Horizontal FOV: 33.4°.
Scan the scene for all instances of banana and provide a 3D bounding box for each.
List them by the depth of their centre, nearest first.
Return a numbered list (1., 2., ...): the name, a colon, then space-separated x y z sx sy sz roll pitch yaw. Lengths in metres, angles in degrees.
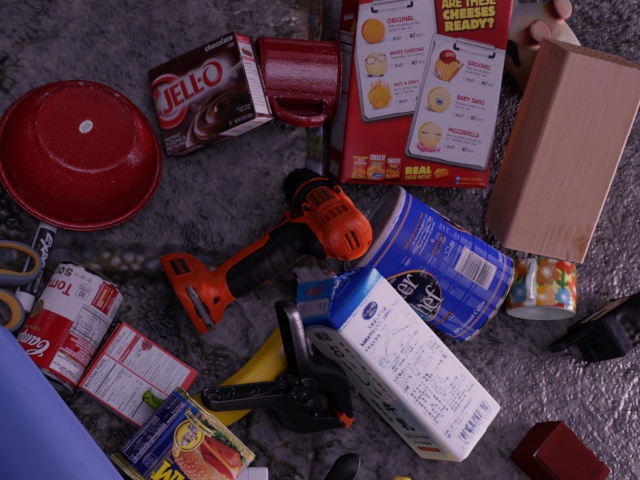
1. banana: -0.077 0.133 1.010 0.197 0.037 0.069 -28 128 -36

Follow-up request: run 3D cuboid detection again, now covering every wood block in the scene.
1. wood block: 0.250 -0.094 1.101 0.090 0.090 0.206 11 109 -11

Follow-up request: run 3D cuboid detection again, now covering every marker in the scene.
1. marker: -0.262 0.008 1.000 0.020 0.020 0.121 19 73 -14

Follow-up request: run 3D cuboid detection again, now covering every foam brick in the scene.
1. foam brick: 0.246 0.230 1.102 0.078 0.053 0.051 45 68 -5

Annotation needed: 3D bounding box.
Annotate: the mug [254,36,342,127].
1. mug: -0.026 -0.154 1.074 0.081 0.093 0.117 2 48 -13

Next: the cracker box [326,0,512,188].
1. cracker box: 0.099 -0.164 1.088 0.164 0.072 0.214 1 104 -16

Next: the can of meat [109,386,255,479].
1. can of meat: -0.118 0.190 0.935 0.084 0.058 0.102 -48 124 -13

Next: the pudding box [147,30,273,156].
1. pudding box: -0.109 -0.141 1.041 0.039 0.114 0.090 -1 74 -63

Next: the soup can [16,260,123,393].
1. soup can: -0.231 0.078 0.968 0.068 0.069 0.102 30 70 -10

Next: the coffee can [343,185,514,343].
1. coffee can: 0.109 0.024 1.076 0.140 0.103 0.102 32 70 -10

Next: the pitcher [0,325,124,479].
1. pitcher: -0.239 0.184 0.831 0.144 0.149 0.243 -30 66 -24

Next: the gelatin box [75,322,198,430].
1. gelatin box: -0.172 0.130 0.997 0.089 0.030 0.073 36 71 -9

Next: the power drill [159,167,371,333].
1. power drill: -0.057 0.001 1.013 0.187 0.184 0.057 -30 114 -5

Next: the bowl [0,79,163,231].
1. bowl: -0.223 -0.093 1.004 0.162 0.055 0.162 8 65 -17

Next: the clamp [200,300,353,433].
1. clamp: -0.020 0.126 0.997 0.171 0.039 0.120 27 105 -44

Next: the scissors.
1. scissors: -0.350 0.044 0.954 0.201 0.016 0.096 -6 78 -12
